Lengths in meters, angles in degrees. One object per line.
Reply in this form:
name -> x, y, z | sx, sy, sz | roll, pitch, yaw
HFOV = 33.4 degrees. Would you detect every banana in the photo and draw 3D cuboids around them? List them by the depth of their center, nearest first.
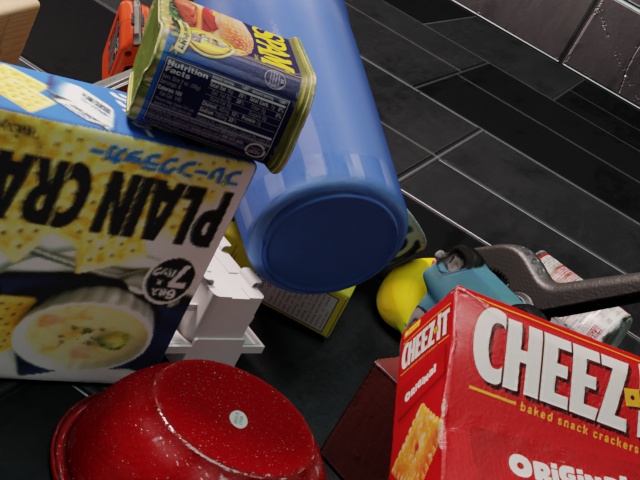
banana -> 0.096, 0.046, 0.918 | 0.197, 0.037, 0.069 | -20, 79, -58

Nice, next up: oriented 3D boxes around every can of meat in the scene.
can of meat -> -0.055, -0.087, 0.569 | 0.083, 0.057, 0.102 | 18, 23, -17

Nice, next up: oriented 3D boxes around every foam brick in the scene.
foam brick -> 0.047, 0.114, 0.648 | 0.052, 0.078, 0.051 | 0, 37, -49

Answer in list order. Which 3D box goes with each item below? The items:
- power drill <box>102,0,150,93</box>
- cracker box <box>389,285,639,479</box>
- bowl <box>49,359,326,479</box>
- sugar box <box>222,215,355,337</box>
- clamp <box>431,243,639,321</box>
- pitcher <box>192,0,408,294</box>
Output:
power drill -> -0.109, -0.163, 1.014 | 0.187, 0.185, 0.057 | 2, 66, -20
cracker box -> 0.119, 0.148, 0.554 | 0.164, 0.072, 0.213 | 22, 52, -15
bowl -> -0.056, 0.112, 0.562 | 0.162, 0.055, 0.162 | 24, 23, -11
sugar box -> -0.055, 0.001, 0.819 | 0.176, 0.048, 0.093 | 30, 22, 0
clamp -> 0.166, 0.054, 0.825 | 0.036, 0.165, 0.210 | 24, 15, -42
pitcher -> -0.017, -0.075, 0.770 | 0.149, 0.145, 0.243 | 22, 35, -35
